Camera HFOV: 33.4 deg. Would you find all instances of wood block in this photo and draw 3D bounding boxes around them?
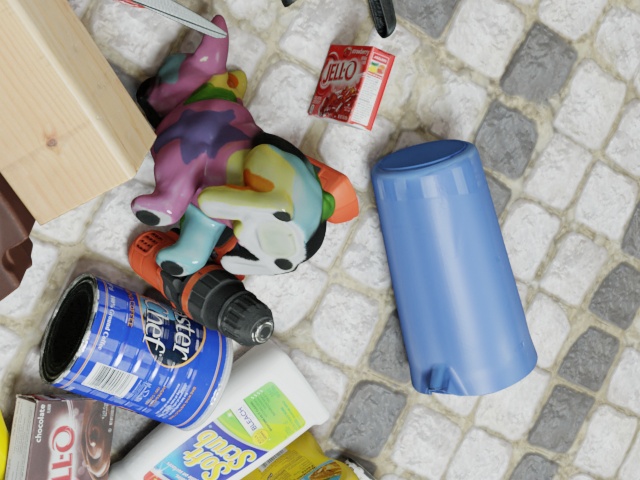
[{"bbox_3d":[-0.221,-0.128,0.789,0.091,0.090,0.206,-25,112,15],"label":"wood block"}]

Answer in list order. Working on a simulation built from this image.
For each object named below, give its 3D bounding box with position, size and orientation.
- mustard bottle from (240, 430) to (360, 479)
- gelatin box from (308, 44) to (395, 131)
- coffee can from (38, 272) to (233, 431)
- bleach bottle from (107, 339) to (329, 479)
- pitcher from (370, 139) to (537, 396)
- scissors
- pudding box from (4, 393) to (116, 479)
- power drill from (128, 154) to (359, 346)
[{"bbox_3d":[-0.010,0.247,1.012,0.096,0.192,0.058,-37,115,-15],"label":"mustard bottle"},{"bbox_3d":[0.027,-0.144,0.998,0.030,0.089,0.073,17,94,-28],"label":"gelatin box"},{"bbox_3d":[-0.164,0.101,0.951,0.140,0.103,0.103,25,90,-29],"label":"coffee can"},{"bbox_3d":[-0.117,0.209,1.025,0.250,0.068,0.102,-39,116,-11],"label":"bleach bottle"},{"bbox_3d":[0.134,0.023,1.080,0.145,0.149,0.243,-17,107,-7],"label":"pitcher"},{"bbox_3d":[-0.175,-0.191,0.850,0.201,0.016,0.096,39,92,-31],"label":"scissors"},{"bbox_3d":[-0.232,0.193,0.950,0.089,0.039,0.113,8,86,-51],"label":"pudding box"},{"bbox_3d":[-0.056,0.001,0.948,0.187,0.185,0.057,-38,135,-23],"label":"power drill"}]
